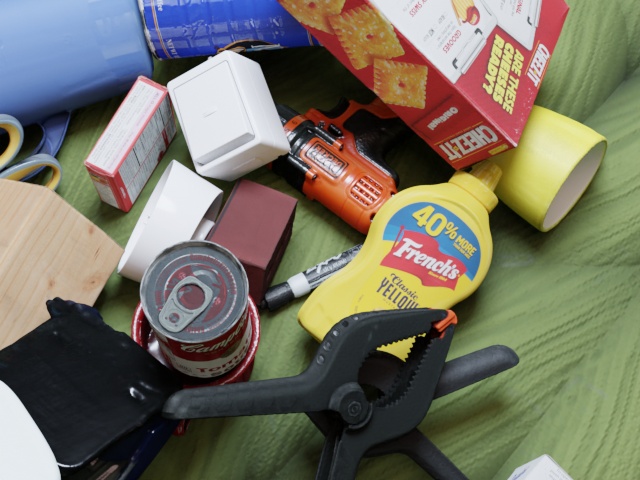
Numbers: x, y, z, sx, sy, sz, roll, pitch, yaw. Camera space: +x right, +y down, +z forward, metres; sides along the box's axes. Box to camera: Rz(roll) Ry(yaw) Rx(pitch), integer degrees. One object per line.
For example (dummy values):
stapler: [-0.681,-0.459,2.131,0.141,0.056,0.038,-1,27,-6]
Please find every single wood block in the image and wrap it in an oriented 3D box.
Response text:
wood block: [-0.248,0.065,0.782,0.091,0.090,0.206,11,65,41]

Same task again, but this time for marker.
marker: [0.005,0.026,0.857,0.121,0.020,0.020,-25,72,-10]

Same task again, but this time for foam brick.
foam brick: [-0.055,0.001,0.836,0.051,0.053,0.078,18,52,6]

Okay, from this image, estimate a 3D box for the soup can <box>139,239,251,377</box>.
soup can: [-0.081,0.049,0.713,0.068,0.102,0.068,1,69,-2]

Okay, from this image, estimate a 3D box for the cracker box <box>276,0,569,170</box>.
cracker box: [0.077,-0.183,0.799,0.213,0.072,0.164,41,55,-21]

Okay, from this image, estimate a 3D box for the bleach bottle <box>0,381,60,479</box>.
bleach bottle: [-0.214,0.206,0.675,0.067,0.251,0.103,-20,52,-35]

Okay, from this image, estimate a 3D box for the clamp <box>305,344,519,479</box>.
clamp: [0.065,0.115,0.778,0.171,0.039,0.120,21,85,-17]

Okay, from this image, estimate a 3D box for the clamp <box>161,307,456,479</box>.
clamp: [0.016,0.123,0.722,0.209,0.036,0.164,-32,104,-21]

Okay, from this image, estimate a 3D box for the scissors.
scissors: [-0.296,-0.030,0.820,0.201,0.096,0.016,-26,40,-22]

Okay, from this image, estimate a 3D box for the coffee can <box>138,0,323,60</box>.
coffee can: [-0.067,-0.201,0.854,0.140,0.103,0.103,-4,70,5]

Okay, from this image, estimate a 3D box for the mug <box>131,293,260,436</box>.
mug: [-0.093,0.089,0.798,0.093,0.081,0.117,10,70,2]

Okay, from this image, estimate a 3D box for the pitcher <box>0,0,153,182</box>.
pitcher: [-0.261,-0.137,0.862,0.242,0.149,0.145,-17,56,-11]

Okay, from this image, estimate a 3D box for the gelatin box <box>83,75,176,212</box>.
gelatin box: [-0.152,-0.077,0.862,0.030,0.073,0.089,25,71,8]

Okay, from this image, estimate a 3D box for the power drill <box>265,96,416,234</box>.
power drill: [0.027,-0.119,0.893,0.184,0.057,0.187,38,75,12]

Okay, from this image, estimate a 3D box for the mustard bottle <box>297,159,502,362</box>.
mustard bottle: [0.075,0.016,0.821,0.096,0.058,0.191,39,84,-4]
